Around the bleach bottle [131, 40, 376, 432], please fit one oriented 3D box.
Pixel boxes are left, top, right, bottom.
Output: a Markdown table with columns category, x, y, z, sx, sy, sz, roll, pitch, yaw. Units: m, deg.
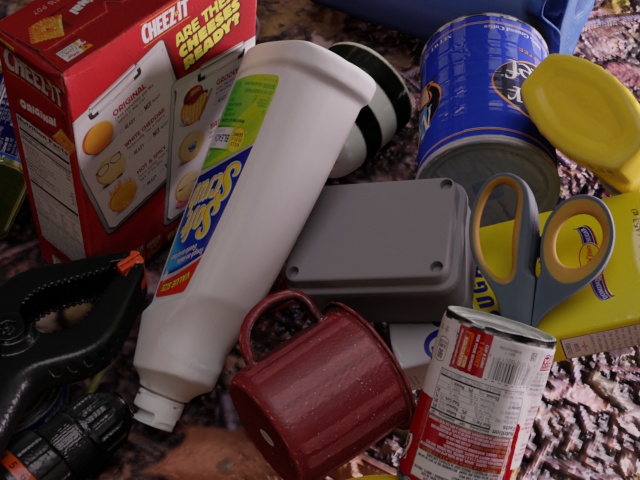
| category | x | y | z | sx | sy | sz | roll | pitch | yaw |
| --- | --- | --- | --- | --- | --- | --- | --- | --- | --- |
| bleach bottle | -0.054 | 0.001 | 0.674 | 0.068 | 0.103 | 0.251 | 25 | 84 | -29 |

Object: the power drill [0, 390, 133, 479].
| category | x | y | z | sx | sy | sz | roll | pitch | yaw |
| --- | --- | --- | --- | --- | --- | --- | --- | --- | --- |
| power drill | -0.134 | 0.188 | 0.588 | 0.188 | 0.057 | 0.184 | 36 | 61 | 26 |

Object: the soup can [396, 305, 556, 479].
| category | x | y | z | sx | sy | sz | roll | pitch | yaw |
| --- | --- | --- | --- | --- | --- | --- | --- | --- | --- |
| soup can | 0.090 | 0.096 | 0.615 | 0.068 | 0.068 | 0.102 | 16 | 95 | 9 |

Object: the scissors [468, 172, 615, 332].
| category | x | y | z | sx | sy | sz | roll | pitch | yaw |
| --- | --- | --- | --- | --- | --- | --- | --- | --- | --- |
| scissors | 0.136 | 0.057 | 0.646 | 0.096 | 0.016 | 0.202 | -7 | 84 | 15 |

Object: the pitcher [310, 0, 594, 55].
| category | x | y | z | sx | sy | sz | roll | pitch | yaw |
| --- | --- | --- | --- | --- | --- | --- | --- | --- | --- |
| pitcher | 0.114 | -0.228 | 0.914 | 0.243 | 0.149 | 0.145 | 19 | 67 | 15 |

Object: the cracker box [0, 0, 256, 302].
| category | x | y | z | sx | sy | sz | roll | pitch | yaw |
| --- | --- | --- | --- | --- | --- | --- | --- | --- | --- |
| cracker box | -0.120 | -0.085 | 0.710 | 0.072 | 0.214 | 0.164 | 33 | 56 | 21 |

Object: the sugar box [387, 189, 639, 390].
| category | x | y | z | sx | sy | sz | roll | pitch | yaw |
| --- | --- | --- | --- | --- | --- | --- | --- | --- | --- |
| sugar box | 0.131 | 0.034 | 0.696 | 0.176 | 0.048 | 0.093 | -13 | 57 | 12 |

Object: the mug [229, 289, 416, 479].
| category | x | y | z | sx | sy | sz | roll | pitch | yaw |
| --- | --- | --- | --- | --- | --- | --- | --- | --- | --- |
| mug | -0.007 | 0.087 | 0.650 | 0.081 | 0.093 | 0.117 | -31 | 98 | -21 |

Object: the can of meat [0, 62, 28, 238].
| category | x | y | z | sx | sy | sz | roll | pitch | yaw |
| --- | --- | --- | --- | --- | --- | --- | --- | --- | --- |
| can of meat | -0.228 | -0.060 | 0.756 | 0.057 | 0.102 | 0.084 | 20 | 51 | -19 |

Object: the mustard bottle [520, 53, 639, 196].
| category | x | y | z | sx | sy | sz | roll | pitch | yaw |
| --- | --- | --- | --- | --- | --- | --- | --- | --- | --- |
| mustard bottle | 0.214 | -0.064 | 0.757 | 0.058 | 0.191 | 0.096 | -50 | 58 | 11 |

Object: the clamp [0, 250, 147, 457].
| category | x | y | z | sx | sy | sz | roll | pitch | yaw |
| --- | --- | --- | --- | --- | --- | --- | --- | --- | --- |
| clamp | -0.197 | 0.064 | 0.650 | 0.165 | 0.036 | 0.209 | 27 | 48 | 26 |

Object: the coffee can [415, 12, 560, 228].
| category | x | y | z | sx | sy | sz | roll | pitch | yaw |
| --- | --- | --- | --- | --- | --- | --- | --- | --- | --- |
| coffee can | 0.124 | -0.087 | 0.802 | 0.103 | 0.103 | 0.140 | 6 | 50 | 1 |
